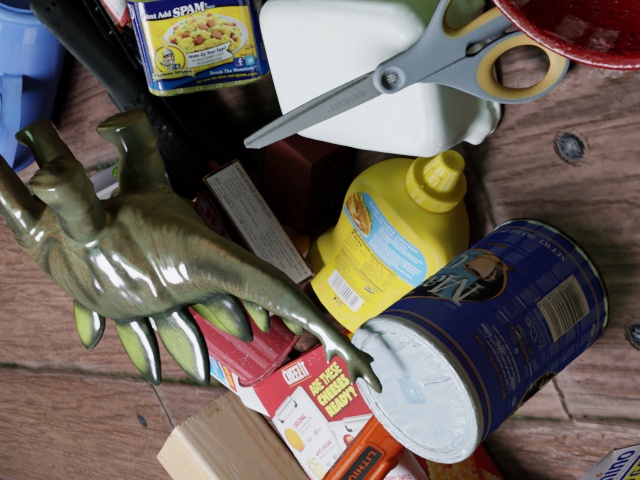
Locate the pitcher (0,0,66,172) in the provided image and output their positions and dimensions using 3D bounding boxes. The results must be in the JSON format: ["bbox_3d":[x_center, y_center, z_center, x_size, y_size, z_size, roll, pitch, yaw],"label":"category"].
[{"bbox_3d":[-0.310,-0.169,1.035,0.149,0.144,0.243,39,142,1],"label":"pitcher"}]

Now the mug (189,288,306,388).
[{"bbox_3d":[-0.063,0.062,0.928,0.081,0.093,0.117,41,126,-17],"label":"mug"}]

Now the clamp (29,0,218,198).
[{"bbox_3d":[-0.151,-0.121,0.839,0.210,0.036,0.164,54,-173,-11],"label":"clamp"}]

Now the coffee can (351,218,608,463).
[{"bbox_3d":[0.103,0.062,0.688,0.103,0.140,0.103,32,139,33],"label":"coffee can"}]

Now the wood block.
[{"bbox_3d":[-0.068,0.269,1.117,0.206,0.090,0.091,50,145,12],"label":"wood block"}]

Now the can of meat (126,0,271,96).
[{"bbox_3d":[-0.089,-0.160,0.795,0.057,0.102,0.084,-92,-6,-55],"label":"can of meat"}]

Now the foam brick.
[{"bbox_3d":[-0.010,-0.055,0.817,0.051,0.052,0.078,39,143,26],"label":"foam brick"}]

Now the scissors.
[{"bbox_3d":[0.060,-0.087,0.631,0.202,0.016,0.096,-39,107,16],"label":"scissors"}]

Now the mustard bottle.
[{"bbox_3d":[0.055,-0.004,0.770,0.096,0.058,0.192,50,146,13],"label":"mustard bottle"}]

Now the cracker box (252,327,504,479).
[{"bbox_3d":[0.055,0.177,0.904,0.214,0.072,0.164,57,144,2],"label":"cracker box"}]

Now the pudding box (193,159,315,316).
[{"bbox_3d":[-0.056,0.001,0.846,0.113,0.039,0.090,54,163,6],"label":"pudding box"}]

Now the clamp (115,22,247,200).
[{"bbox_3d":[-0.140,-0.111,0.950,0.171,0.039,0.120,53,141,3],"label":"clamp"}]
